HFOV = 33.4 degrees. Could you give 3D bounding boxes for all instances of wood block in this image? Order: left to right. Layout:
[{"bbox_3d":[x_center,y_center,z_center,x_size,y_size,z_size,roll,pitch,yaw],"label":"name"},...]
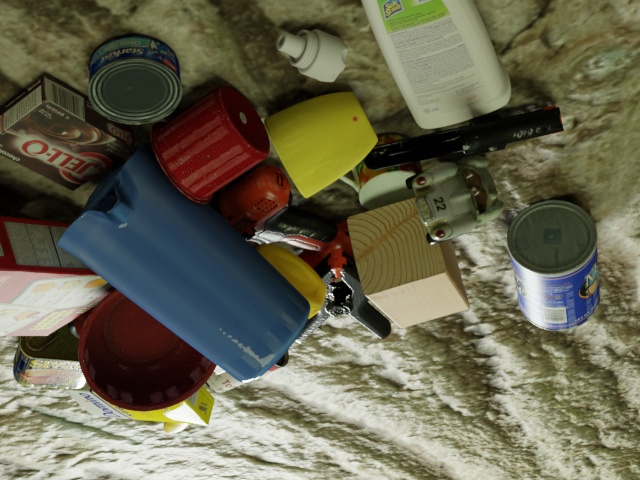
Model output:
[{"bbox_3d":[0.102,0.029,1.197,0.091,0.090,0.206,-16,162,11],"label":"wood block"}]

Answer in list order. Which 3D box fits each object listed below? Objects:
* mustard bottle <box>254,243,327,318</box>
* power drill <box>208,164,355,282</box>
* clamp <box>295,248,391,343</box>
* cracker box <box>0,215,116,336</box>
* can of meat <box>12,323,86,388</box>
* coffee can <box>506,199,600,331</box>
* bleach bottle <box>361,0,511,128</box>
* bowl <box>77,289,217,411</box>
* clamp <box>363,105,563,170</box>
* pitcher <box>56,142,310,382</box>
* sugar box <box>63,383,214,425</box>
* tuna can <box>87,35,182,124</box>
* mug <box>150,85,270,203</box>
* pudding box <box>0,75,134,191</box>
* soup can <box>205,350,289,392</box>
[{"bbox_3d":[-0.082,0.079,1.209,0.096,0.058,0.192,35,136,-17],"label":"mustard bottle"},{"bbox_3d":[-0.058,0.001,1.200,0.187,0.057,0.185,23,137,-39],"label":"power drill"},{"bbox_3d":[0.031,0.070,1.233,0.120,0.039,0.171,-3,147,-9],"label":"clamp"},{"bbox_3d":[-0.323,0.040,1.128,0.164,0.072,0.213,-29,162,27],"label":"cracker box"},{"bbox_3d":[-0.331,0.144,1.339,0.102,0.057,0.084,7,145,-21],"label":"can of meat"},{"bbox_3d":[0.282,0.032,1.282,0.103,0.103,0.140,-15,145,7],"label":"coffee can"},{"bbox_3d":[0.093,-0.205,0.941,0.103,0.068,0.250,-17,142,12],"label":"bleach bottle"},{"bbox_3d":[-0.192,0.107,1.188,0.162,0.055,0.162,-7,113,-18],"label":"bowl"},{"bbox_3d":[0.157,-0.104,1.069,0.209,0.036,0.165,-16,-173,-38],"label":"clamp"},{"bbox_3d":[-0.132,0.027,1.075,0.242,0.149,0.145,42,130,-8],"label":"pitcher"},{"bbox_3d":[-0.239,0.204,1.409,0.176,0.048,0.093,-2,148,19],"label":"sugar box"},{"bbox_3d":[-0.171,-0.148,0.984,0.086,0.034,0.086,-6,145,-5],"label":"tuna can"},{"bbox_3d":[-0.097,-0.092,1.038,0.082,0.093,0.117,-31,153,20],"label":"mug"},{"bbox_3d":[-0.250,-0.101,1.027,0.090,0.039,0.113,-30,140,27],"label":"pudding box"},{"bbox_3d":[-0.102,0.151,1.391,0.102,0.068,0.068,-25,142,22],"label":"soup can"}]
